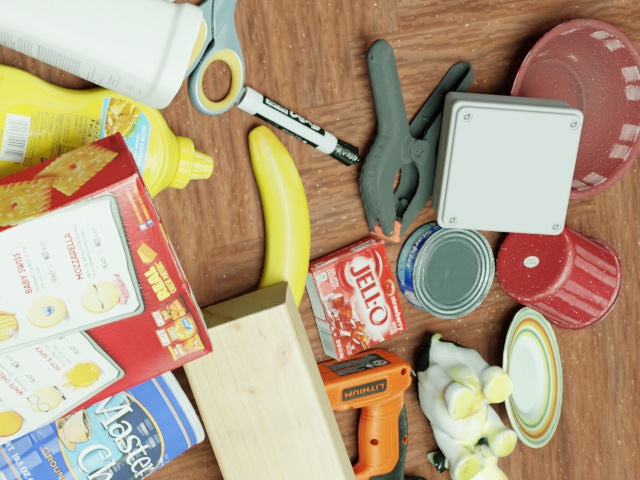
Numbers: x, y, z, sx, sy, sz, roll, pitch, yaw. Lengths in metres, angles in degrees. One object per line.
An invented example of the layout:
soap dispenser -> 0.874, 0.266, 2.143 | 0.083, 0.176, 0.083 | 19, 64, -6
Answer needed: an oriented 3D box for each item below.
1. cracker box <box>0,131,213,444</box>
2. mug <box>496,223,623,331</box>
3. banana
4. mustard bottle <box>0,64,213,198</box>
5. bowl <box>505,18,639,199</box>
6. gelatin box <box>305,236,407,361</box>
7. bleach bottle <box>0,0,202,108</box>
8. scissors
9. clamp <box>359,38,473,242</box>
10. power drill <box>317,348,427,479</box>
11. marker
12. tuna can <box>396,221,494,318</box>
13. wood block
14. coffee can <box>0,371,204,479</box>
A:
cracker box -> -0.201, 0.043, 0.726 | 0.213, 0.072, 0.164 | -23, 128, -6
mug -> 0.212, 0.018, 0.977 | 0.081, 0.093, 0.117 | 24, 44, -42
banana -> -0.040, 0.007, 0.884 | 0.069, 0.037, 0.198 | 7, 96, -29
mustard bottle -> -0.171, -0.069, 0.795 | 0.191, 0.058, 0.096 | 8, 98, -27
bowl -> 0.225, -0.121, 0.980 | 0.161, 0.055, 0.162 | -5, 101, -25
gelatin box -> 0.030, 0.050, 0.930 | 0.073, 0.030, 0.089 | -23, 109, -22
bleach bottle -> -0.211, -0.162, 0.718 | 0.250, 0.103, 0.068 | 19, 82, -14
scissors -> -0.064, -0.184, 0.851 | 0.201, 0.016, 0.096 | -49, 117, -11
clamp -> 0.067, -0.087, 0.912 | 0.120, 0.039, 0.171 | 17, 90, -36
power drill -> 0.022, 0.200, 0.941 | 0.184, 0.057, 0.188 | -14, 107, -23
marker -> -0.016, -0.093, 0.888 | 0.121, 0.020, 0.020 | 27, 87, -27
tuna can -> 0.112, 0.026, 0.964 | 0.086, 0.034, 0.086 | -5, 101, -25
wood block -> -0.035, 0.149, 0.843 | 0.090, 0.091, 0.206 | -18, 98, 4
coffee can -> -0.174, 0.147, 0.807 | 0.140, 0.103, 0.103 | -32, 112, -17
